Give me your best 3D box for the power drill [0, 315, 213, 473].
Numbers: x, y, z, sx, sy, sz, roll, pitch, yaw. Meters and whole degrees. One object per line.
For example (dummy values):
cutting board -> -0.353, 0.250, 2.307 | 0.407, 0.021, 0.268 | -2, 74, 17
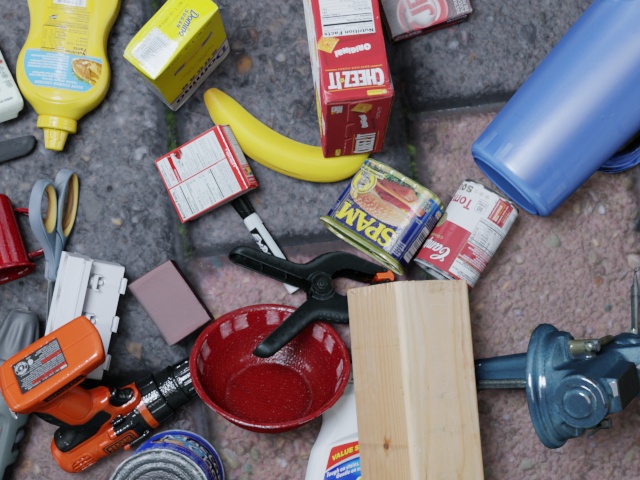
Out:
power drill -> -0.210, 0.146, 1.044 | 0.184, 0.187, 0.057 | -33, 56, -3

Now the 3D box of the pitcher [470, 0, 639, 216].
pitcher -> 0.278, -0.137, 1.093 | 0.149, 0.145, 0.243 | 43, 91, 14

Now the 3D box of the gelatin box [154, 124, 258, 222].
gelatin box -> -0.120, -0.070, 1.113 | 0.089, 0.030, 0.073 | -27, 87, 23

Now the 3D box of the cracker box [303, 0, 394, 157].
cracker box -> 0.023, -0.209, 1.052 | 0.072, 0.164, 0.214 | -7, 77, -1

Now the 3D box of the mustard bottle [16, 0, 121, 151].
mustard bottle -> -0.267, -0.189, 1.118 | 0.096, 0.058, 0.191 | 7, 87, -6

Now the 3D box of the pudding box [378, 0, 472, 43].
pudding box -> 0.100, -0.277, 1.134 | 0.090, 0.039, 0.113 | -19, 87, -1

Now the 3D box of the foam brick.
foam brick -> -0.154, 0.064, 1.110 | 0.051, 0.053, 0.078 | -35, 89, -2

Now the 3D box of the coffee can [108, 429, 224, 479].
coffee can -> -0.151, 0.247, 1.057 | 0.103, 0.140, 0.103 | 0, 87, -1

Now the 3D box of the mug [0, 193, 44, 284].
mug -> -0.338, -0.001, 1.100 | 0.117, 0.093, 0.081 | -15, 82, -27

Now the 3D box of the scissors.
scissors -> -0.281, 0.023, 1.095 | 0.016, 0.096, 0.202 | 7, 84, 13

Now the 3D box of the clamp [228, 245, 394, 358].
clamp -> -0.011, 0.044, 1.101 | 0.171, 0.039, 0.120 | -16, 76, -25

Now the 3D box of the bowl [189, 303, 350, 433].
bowl -> -0.051, 0.140, 1.082 | 0.162, 0.055, 0.162 | 2, 43, -2

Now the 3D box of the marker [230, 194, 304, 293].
marker -> -0.057, 0.001, 1.129 | 0.020, 0.020, 0.121 | -33, 88, -2

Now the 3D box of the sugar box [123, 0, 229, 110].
sugar box -> -0.138, -0.187, 1.060 | 0.048, 0.176, 0.093 | 42, 88, 3

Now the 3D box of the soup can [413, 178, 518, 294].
soup can -> 0.152, -0.004, 1.107 | 0.068, 0.068, 0.102 | 32, 87, 1

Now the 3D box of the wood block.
wood block -> 0.092, 0.145, 1.051 | 0.090, 0.091, 0.206 | 0, 83, -33

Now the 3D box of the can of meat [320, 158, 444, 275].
can of meat -> 0.066, -0.026, 1.102 | 0.102, 0.057, 0.084 | 33, 84, 25

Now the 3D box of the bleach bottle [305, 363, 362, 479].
bleach bottle -> 0.022, 0.252, 1.098 | 0.102, 0.068, 0.251 | 1, 85, -2

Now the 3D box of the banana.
banana -> -0.036, -0.103, 1.129 | 0.198, 0.037, 0.069 | 16, 68, -1
